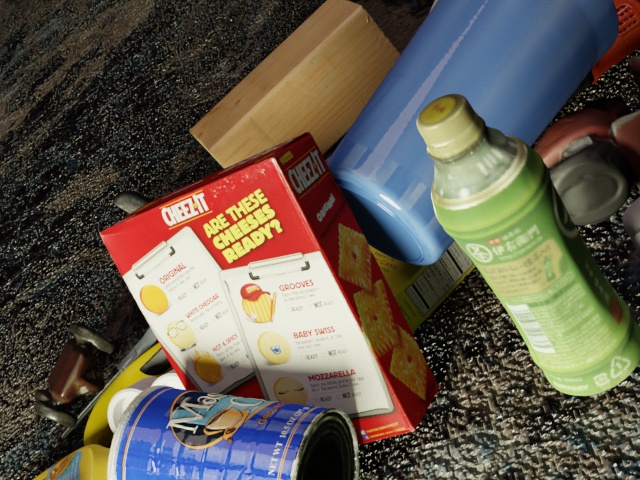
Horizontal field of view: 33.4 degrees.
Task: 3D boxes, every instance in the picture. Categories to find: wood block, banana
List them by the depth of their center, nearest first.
[{"bbox_3d":[-0.149,0.129,0.977,0.197,0.037,0.070,-44,47,-9],"label":"banana"},{"bbox_3d":[-0.022,-0.143,1.089,0.206,0.090,0.090,-43,28,-2],"label":"wood block"}]

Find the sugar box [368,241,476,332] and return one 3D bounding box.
[{"bbox_3d":[0.067,0.024,0.872,0.176,0.048,0.093,-48,30,-15],"label":"sugar box"}]

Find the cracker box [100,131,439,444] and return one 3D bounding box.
[{"bbox_3d":[-0.035,0.051,0.773,0.164,0.213,0.072,-21,12,30],"label":"cracker box"}]

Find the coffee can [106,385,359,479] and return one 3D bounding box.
[{"bbox_3d":[-0.058,0.157,0.724,0.140,0.103,0.102,3,46,26],"label":"coffee can"}]

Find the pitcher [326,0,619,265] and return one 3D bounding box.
[{"bbox_3d":[0.109,-0.099,0.814,0.242,0.149,0.145,-53,27,-16],"label":"pitcher"}]

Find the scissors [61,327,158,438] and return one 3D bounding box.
[{"bbox_3d":[-0.174,0.109,1.037,0.202,0.016,0.096,-48,-3,19],"label":"scissors"}]
